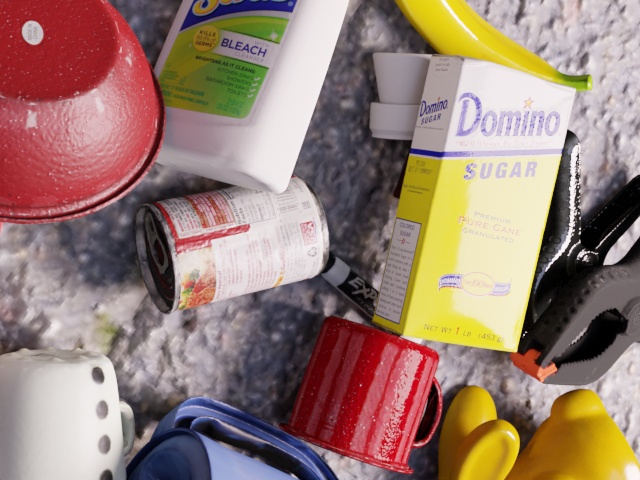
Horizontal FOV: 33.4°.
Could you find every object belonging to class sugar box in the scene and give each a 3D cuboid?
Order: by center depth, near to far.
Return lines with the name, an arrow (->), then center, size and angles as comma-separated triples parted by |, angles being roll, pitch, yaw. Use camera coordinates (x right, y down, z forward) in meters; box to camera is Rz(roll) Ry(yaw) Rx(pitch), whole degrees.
sugar box -> 0.099, -0.022, 0.681 | 0.093, 0.048, 0.176 | 10, 96, -28

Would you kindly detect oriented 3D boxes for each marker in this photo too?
marker -> 0.026, 0.035, 0.730 | 0.121, 0.020, 0.020 | 41, 80, -27

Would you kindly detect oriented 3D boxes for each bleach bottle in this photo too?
bleach bottle -> -0.030, -0.160, 0.633 | 0.068, 0.103, 0.251 | 33, 73, -67

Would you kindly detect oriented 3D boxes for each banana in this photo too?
banana -> 0.094, -0.151, 0.706 | 0.197, 0.070, 0.037 | 34, 48, -26

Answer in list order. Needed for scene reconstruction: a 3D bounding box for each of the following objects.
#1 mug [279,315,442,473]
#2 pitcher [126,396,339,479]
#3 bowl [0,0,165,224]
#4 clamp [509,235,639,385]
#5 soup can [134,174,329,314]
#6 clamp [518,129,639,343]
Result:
mug -> 0.038, 0.103, 0.711 | 0.117, 0.093, 0.081 | 22, 84, -34
pitcher -> -0.013, 0.207, 0.668 | 0.242, 0.145, 0.149 | 28, 84, -30
bowl -> -0.152, -0.090, 0.543 | 0.162, 0.055, 0.162 | 11, 55, -17
clamp -> 0.224, 0.040, 0.789 | 0.209, 0.036, 0.164 | -20, 124, -33
soup can -> -0.054, 0.001, 0.654 | 0.102, 0.069, 0.068 | -13, 105, -25
clamp -> 0.196, 0.008, 0.803 | 0.120, 0.039, 0.171 | 9, 102, -30
